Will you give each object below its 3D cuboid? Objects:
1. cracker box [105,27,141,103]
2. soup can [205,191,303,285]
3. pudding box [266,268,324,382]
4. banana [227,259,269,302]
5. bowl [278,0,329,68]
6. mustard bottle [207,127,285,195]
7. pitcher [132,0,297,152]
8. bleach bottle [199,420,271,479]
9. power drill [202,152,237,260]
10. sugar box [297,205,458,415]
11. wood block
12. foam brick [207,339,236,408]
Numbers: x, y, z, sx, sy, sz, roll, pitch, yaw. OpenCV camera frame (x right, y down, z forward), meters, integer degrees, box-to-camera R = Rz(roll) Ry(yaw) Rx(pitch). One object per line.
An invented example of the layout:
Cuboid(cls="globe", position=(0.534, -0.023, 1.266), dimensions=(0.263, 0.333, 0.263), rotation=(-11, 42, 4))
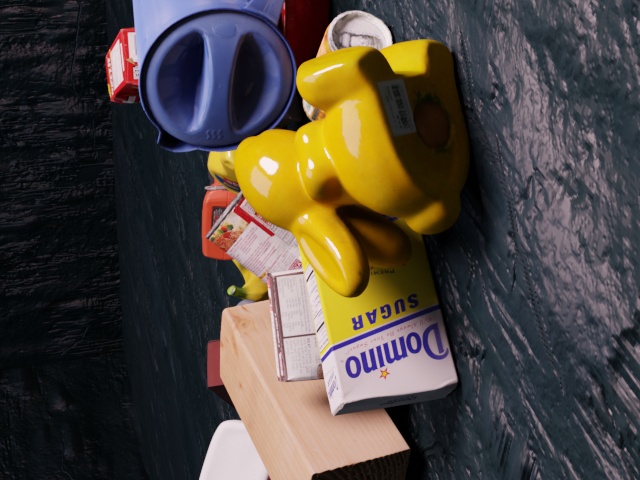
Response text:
Cuboid(cls="cracker box", position=(-0.177, -0.218, 1.343), dimensions=(0.214, 0.164, 0.072), rotation=(-176, 82, -74))
Cuboid(cls="soup can", position=(-0.057, 0.001, 1.091), dimensions=(0.068, 0.102, 0.068), rotation=(-51, 7, 8))
Cuboid(cls="pudding box", position=(0.017, 0.064, 0.857), dimensions=(0.039, 0.113, 0.090), rotation=(170, 93, -79))
Cuboid(cls="banana", position=(-0.089, 0.033, 1.326), dimensions=(0.037, 0.069, 0.198), rotation=(-46, 22, 8))
Cuboid(cls="bowl", position=(-0.031, -0.228, 1.012), dimensions=(0.162, 0.055, 0.162), rotation=(173, 90, -75))
Cuboid(cls="mustard bottle", position=(-0.070, -0.080, 1.140), dimensions=(0.192, 0.096, 0.058), rotation=(171, 110, -75))
Cuboid(cls="pitcher", position=(-0.103, -0.202, 0.973), dimensions=(0.243, 0.149, 0.145), rotation=(-112, 6, -53))
Cuboid(cls="bleach bottle", position=(-0.054, 0.238, 1.140), dimensions=(0.250, 0.068, 0.102), rotation=(23, -95, -75))
Cuboid(cls="power drill", position=(-0.118, -0.065, 1.332), dimensions=(0.187, 0.057, 0.184), rotation=(-95, 9, -46))
Cuboid(cls="sugar box", position=(0.038, 0.037, 0.809), dimensions=(0.048, 0.093, 0.176), rotation=(115, 144, -64))
Cuboid(cls="wood block", position=(-0.012, 0.149, 0.936), dimensions=(0.206, 0.090, 0.090), rotation=(-125, 32, -45))
Cuboid(cls="foam brick", position=(-0.083, 0.141, 1.141), dimensions=(0.078, 0.053, 0.051), rotation=(54, -149, -58))
